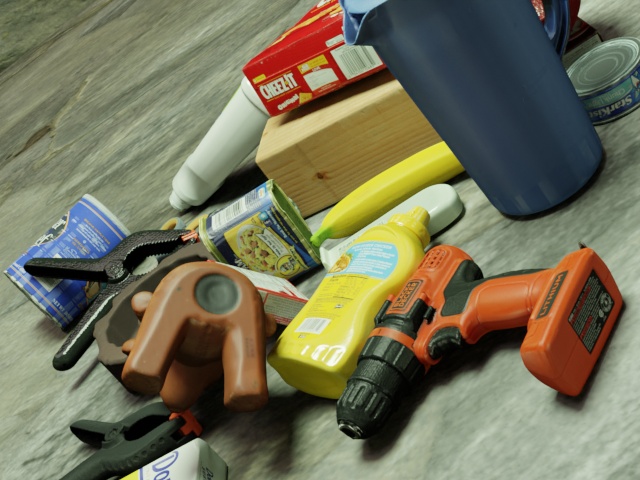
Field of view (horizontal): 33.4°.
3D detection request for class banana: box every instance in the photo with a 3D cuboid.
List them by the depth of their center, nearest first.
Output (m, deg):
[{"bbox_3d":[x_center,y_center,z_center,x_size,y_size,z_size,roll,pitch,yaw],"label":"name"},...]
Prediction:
[{"bbox_3d":[0.078,-0.049,1.029,0.198,0.037,0.069,-32,20,6],"label":"banana"}]

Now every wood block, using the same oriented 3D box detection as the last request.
[{"bbox_3d":[0.045,-0.117,1.123,0.206,0.090,0.090,-25,29,25],"label":"wood block"}]

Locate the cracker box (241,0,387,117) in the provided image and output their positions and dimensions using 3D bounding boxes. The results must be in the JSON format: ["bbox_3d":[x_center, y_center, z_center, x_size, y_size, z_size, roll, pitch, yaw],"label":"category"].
[{"bbox_3d":[0.035,-0.232,1.151,0.164,0.072,0.213,-19,22,38],"label":"cracker box"}]

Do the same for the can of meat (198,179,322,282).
[{"bbox_3d":[-0.057,0.001,1.053,0.084,0.102,0.057,-31,27,11],"label":"can of meat"}]

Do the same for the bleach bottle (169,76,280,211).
[{"bbox_3d":[-0.115,-0.113,1.289,0.251,0.068,0.102,-44,7,38],"label":"bleach bottle"}]

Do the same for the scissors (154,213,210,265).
[{"bbox_3d":[-0.167,0.033,1.237,0.096,0.016,0.201,-24,35,16],"label":"scissors"}]

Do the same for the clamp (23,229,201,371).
[{"bbox_3d":[-0.229,0.052,1.206,0.210,0.036,0.164,-21,52,0],"label":"clamp"}]

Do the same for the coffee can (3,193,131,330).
[{"bbox_3d":[-0.305,0.027,1.322,0.140,0.102,0.103,-46,27,-14],"label":"coffee can"}]

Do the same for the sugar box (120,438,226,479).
[{"bbox_3d":[-0.160,0.237,0.868,0.176,0.048,0.093,-33,26,14],"label":"sugar box"}]

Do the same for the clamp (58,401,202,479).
[{"bbox_3d":[-0.189,0.197,0.976,0.172,0.039,0.120,-21,33,31],"label":"clamp"}]

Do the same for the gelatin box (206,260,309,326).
[{"bbox_3d":[-0.060,0.050,0.994,0.073,0.089,0.030,34,105,62],"label":"gelatin box"}]

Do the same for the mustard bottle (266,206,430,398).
[{"bbox_3d":[0.040,0.044,0.907,0.096,0.058,0.191,-2,45,52],"label":"mustard bottle"}]

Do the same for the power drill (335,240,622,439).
[{"bbox_3d":[0.110,0.071,0.777,0.188,0.057,0.184,-6,42,47],"label":"power drill"}]

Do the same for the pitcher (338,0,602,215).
[{"bbox_3d":[0.140,-0.147,0.878,0.149,0.242,0.145,-24,29,26],"label":"pitcher"}]
